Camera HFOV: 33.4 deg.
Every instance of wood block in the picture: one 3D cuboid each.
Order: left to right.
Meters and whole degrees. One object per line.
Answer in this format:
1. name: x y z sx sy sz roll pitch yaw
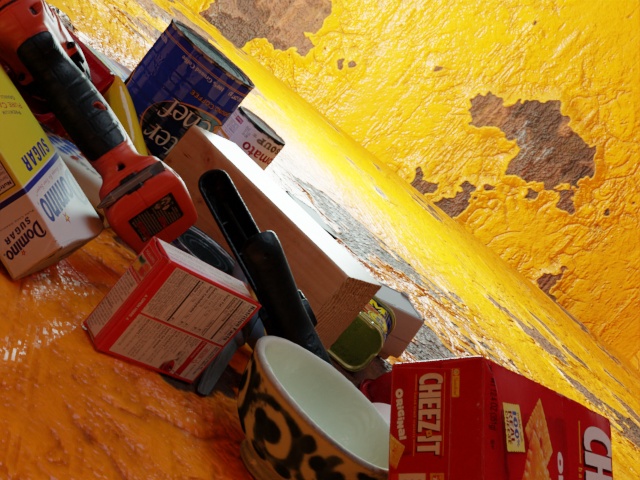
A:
1. wood block: -0.057 0.002 0.958 0.206 0.090 0.090 44 11 21

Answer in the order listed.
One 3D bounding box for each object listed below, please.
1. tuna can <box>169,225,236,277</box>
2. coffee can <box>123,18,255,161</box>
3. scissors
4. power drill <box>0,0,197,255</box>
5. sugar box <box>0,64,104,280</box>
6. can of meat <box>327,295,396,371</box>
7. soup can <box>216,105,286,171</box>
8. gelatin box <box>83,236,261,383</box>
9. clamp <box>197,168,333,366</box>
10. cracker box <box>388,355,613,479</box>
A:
1. tuna can: -0.102 0.020 0.871 0.086 0.034 0.086 39 10 -9
2. coffee can: -0.146 -0.127 1.034 0.102 0.140 0.103 39 11 -9
3. scissors: -0.056 0.081 0.805 0.201 0.016 0.096 -81 154 -56
4. power drill: -0.164 -0.080 0.767 0.188 0.057 0.184 52 -5 13
5. sugar box: -0.210 -0.065 0.676 0.176 0.048 0.093 55 9 -4
6. can of meat: 0.020 0.073 1.030 0.102 0.057 0.084 40 13 2
7. soup can: -0.094 -0.088 1.163 0.068 0.102 0.068 39 10 -9
8. gelatin box: -0.093 0.046 0.678 0.089 0.073 0.030 30 15 -46
9. clamp: -0.029 0.048 0.778 0.210 0.036 0.165 66 -7 -31
10. cracker box: 0.122 0.176 0.674 0.213 0.072 0.164 28 60 -50
